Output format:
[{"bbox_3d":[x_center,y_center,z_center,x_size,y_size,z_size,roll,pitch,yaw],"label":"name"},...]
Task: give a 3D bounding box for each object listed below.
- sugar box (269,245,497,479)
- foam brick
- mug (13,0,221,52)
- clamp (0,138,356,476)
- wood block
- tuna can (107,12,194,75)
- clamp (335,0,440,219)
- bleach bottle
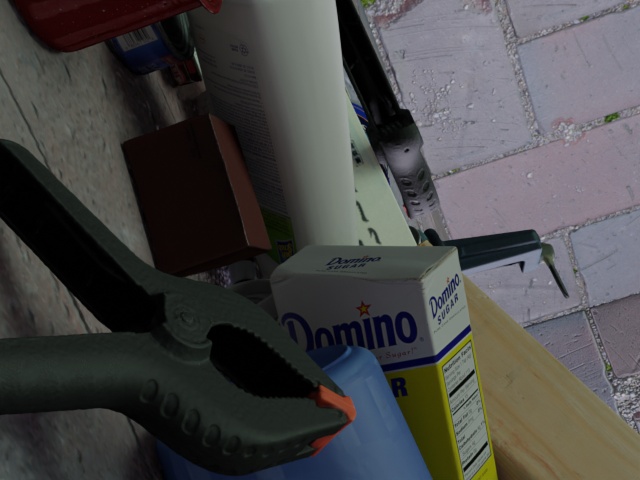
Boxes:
[{"bbox_3d":[0.037,0.090,0.547,0.048,0.094,0.176,-37,119,-48],"label":"sugar box"},{"bbox_3d":[-0.066,-0.023,0.584,0.051,0.053,0.078,17,57,-78],"label":"foam brick"},{"bbox_3d":[-0.106,-0.150,0.504,0.093,0.081,0.117,-71,143,-73],"label":"mug"},{"bbox_3d":[-0.063,0.029,0.386,0.171,0.039,0.120,26,40,-35],"label":"clamp"},{"bbox_3d":[0.093,0.110,0.611,0.206,0.091,0.090,44,44,19],"label":"wood block"},{"bbox_3d":[-0.106,-0.141,0.626,0.086,0.034,0.086,-18,90,-80],"label":"tuna can"},{"bbox_3d":[0.049,-0.086,0.780,0.210,0.036,0.164,57,10,-62],"label":"clamp"},{"bbox_3d":[-0.021,-0.038,0.652,0.103,0.068,0.251,31,-43,50],"label":"bleach bottle"}]
